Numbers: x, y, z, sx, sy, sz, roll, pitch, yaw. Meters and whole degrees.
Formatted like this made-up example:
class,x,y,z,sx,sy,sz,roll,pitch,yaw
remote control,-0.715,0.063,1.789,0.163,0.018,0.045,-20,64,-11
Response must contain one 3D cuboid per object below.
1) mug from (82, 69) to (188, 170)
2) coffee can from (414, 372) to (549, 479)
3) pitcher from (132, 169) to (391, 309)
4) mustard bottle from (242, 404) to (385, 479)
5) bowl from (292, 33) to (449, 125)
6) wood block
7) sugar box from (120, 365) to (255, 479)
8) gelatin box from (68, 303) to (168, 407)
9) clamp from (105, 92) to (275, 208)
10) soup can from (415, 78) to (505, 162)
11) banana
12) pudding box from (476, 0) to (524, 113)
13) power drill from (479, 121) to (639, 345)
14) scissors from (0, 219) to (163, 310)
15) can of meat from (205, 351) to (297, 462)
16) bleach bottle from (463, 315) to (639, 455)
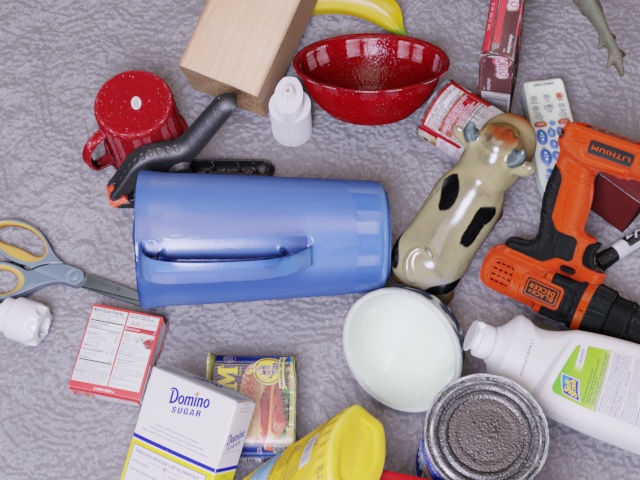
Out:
class,x,y,z,sx,sy,sz,roll,pitch,yaw
mug,-0.196,-0.116,1.103,0.117,0.081,0.093,-35,70,-12
coffee can,0.137,0.184,0.929,0.103,0.140,0.103,-1,67,2
pitcher,-0.057,0.001,1.016,0.243,0.145,0.149,-1,60,-2
mustard bottle,-0.027,0.217,0.914,0.058,0.192,0.096,39,40,-14
bowl,0.052,-0.162,1.105,0.162,0.055,0.162,-1,31,0
wood block,-0.061,-0.247,1.119,0.090,0.091,0.206,23,85,7
sugar box,-0.126,0.207,0.937,0.093,0.048,0.176,19,91,25
gelatin box,-0.195,0.111,1.034,0.073,0.030,0.089,10,67,8
clamp,-0.132,-0.072,1.087,0.171,0.120,0.039,-27,42,13
soup can,0.158,-0.111,1.094,0.102,0.068,0.068,35,72,15
banana,0.006,-0.257,1.180,0.198,0.037,0.069,6,67,5
pudding box,0.188,-0.196,1.105,0.039,0.113,0.090,10,67,10
power drill,0.261,-0.005,1.001,0.185,0.057,0.188,24,105,18
scissors,-0.263,0.049,1.071,0.202,0.016,0.096,32,73,15
can of meat,-0.064,0.157,0.995,0.084,0.057,0.102,1,67,-1
bleach bottle,0.250,0.124,0.956,0.250,0.068,0.102,22,69,-6
